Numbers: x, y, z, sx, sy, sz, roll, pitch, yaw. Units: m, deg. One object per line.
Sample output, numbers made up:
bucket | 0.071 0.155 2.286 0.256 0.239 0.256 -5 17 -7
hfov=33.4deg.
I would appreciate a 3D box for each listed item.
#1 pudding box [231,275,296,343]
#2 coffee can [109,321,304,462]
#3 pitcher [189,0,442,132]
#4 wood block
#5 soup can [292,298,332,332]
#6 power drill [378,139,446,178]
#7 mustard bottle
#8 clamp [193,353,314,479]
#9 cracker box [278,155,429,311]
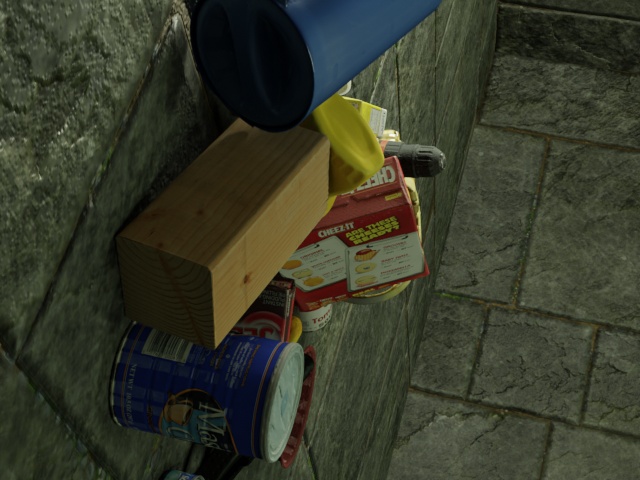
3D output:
pudding box | -0.084 0.072 0.990 0.039 0.113 0.090 -54 152 -70
coffee can | -0.095 0.125 0.917 0.102 0.140 0.103 11 90 -78
pitcher | 0.012 -0.212 0.944 0.242 0.149 0.145 -40 114 -39
wood block | -0.077 -0.015 0.919 0.205 0.090 0.091 -52 153 -44
soup can | -0.019 0.065 1.387 0.102 0.068 0.068 86 19 -52
power drill | 0.046 -0.094 1.315 0.187 0.185 0.057 -15 105 -66
mustard bottle | -0.023 -0.064 1.048 0.058 0.096 0.192 -41 -179 -39
clamp | -0.088 0.234 1.200 0.209 0.036 0.165 -45 164 -39
cracker box | 0.029 -0.003 1.215 0.213 0.164 0.072 64 11 -65
